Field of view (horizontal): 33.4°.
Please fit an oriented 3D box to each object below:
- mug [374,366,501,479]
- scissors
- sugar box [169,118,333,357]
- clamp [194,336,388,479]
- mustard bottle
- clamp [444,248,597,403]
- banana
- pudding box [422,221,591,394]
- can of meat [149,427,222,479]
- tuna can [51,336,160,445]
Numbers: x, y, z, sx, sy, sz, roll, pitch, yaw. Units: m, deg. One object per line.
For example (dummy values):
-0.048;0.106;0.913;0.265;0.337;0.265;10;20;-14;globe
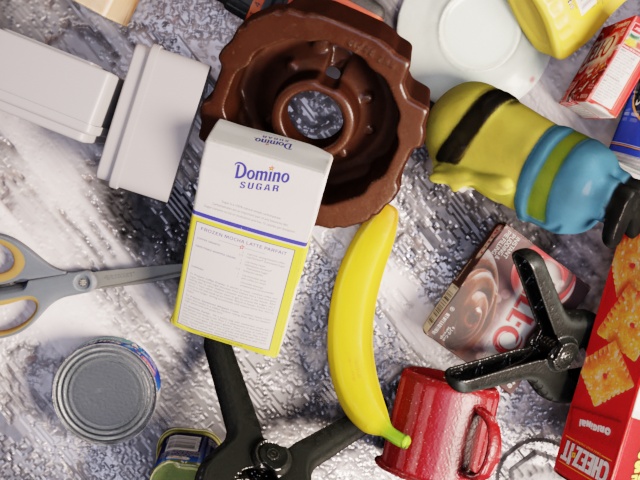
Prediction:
0.103;0.152;0.853;0.093;0.117;0.081;12;92;-28;mug
-0.208;0.018;0.876;0.202;0.016;0.096;-22;97;1;scissors
-0.055;0.001;0.825;0.093;0.048;0.176;17;120;1;sugar box
-0.050;0.165;0.829;0.164;0.209;0.036;29;137;1;clamp
0.232;-0.233;0.824;0.191;0.058;0.096;-39;123;-5;mustard bottle
0.182;0.074;0.837;0.171;0.039;0.120;14;109;-36;clamp
0.037;0.070;0.862;0.070;0.037;0.198;-8;76;22;banana
0.151;0.055;0.877;0.090;0.039;0.113;35;95;-7;pudding box
-0.112;0.213;0.868;0.057;0.084;0.102;6;97;-2;can of meat
-0.175;0.123;0.880;0.086;0.034;0.086;0;97;-1;tuna can
